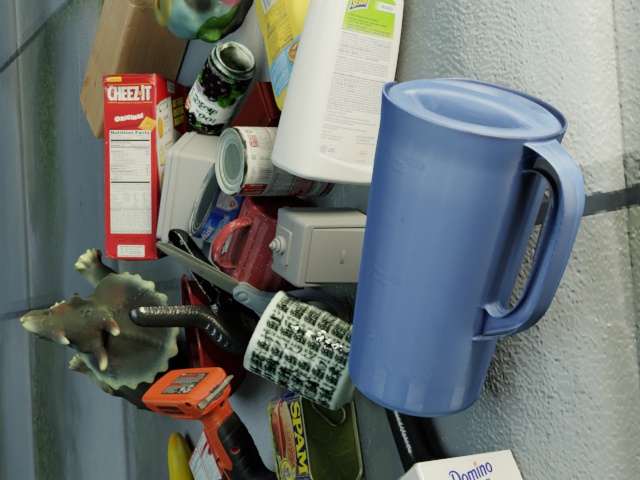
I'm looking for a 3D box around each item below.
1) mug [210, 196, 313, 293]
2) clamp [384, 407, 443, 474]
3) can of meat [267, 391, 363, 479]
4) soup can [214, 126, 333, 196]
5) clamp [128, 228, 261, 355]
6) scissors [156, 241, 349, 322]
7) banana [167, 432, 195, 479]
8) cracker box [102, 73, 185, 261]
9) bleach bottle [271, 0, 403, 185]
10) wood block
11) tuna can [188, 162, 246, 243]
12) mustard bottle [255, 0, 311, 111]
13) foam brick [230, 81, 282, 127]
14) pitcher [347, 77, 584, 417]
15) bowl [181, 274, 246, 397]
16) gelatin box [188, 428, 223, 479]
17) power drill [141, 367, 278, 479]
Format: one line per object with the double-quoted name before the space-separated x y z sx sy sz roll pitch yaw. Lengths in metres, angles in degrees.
"mug" -0.057 0.001 1.061 0.093 0.117 0.082 45 124 41
"clamp" 0.082 0.221 0.903 0.210 0.036 0.165 47 128 46
"can of meat" -0.008 0.191 1.039 0.084 0.057 0.102 -28 68 59
"soup can" -0.044 -0.076 1.044 0.069 0.102 0.068 5 96 59
"clamp" -0.114 0.075 1.111 0.120 0.171 0.039 -57 5 -30
"scissors" -0.055 0.046 1.023 0.096 0.201 0.016 -35 21 32
"banana" -0.171 0.343 1.341 0.070 0.037 0.198 -9 84 59
"cracker box" -0.211 -0.087 1.287 0.164 0.072 0.214 -36 -54 -84
"bleach bottle" 0.032 -0.178 0.935 0.068 0.102 0.251 29 110 47
"wood block" -0.239 -0.238 1.383 0.090 0.090 0.206 62 140 38
"tuna can" -0.107 -0.039 1.117 0.086 0.033 0.086 -56 22 35
"mustard bottle" -0.017 -0.180 1.037 0.096 0.058 0.191 -34 62 54
"foam brick" -0.050 -0.120 1.104 0.078 0.051 0.053 -51 50 48
"pitcher" 0.097 0.010 0.790 0.149 0.145 0.243 -75 -5 -66
"bowl" -0.118 0.114 1.198 0.162 0.055 0.162 173 90 -78
"gelatin box" -0.121 0.274 1.262 0.089 0.030 0.073 61 141 37
"power drill" -0.107 0.222 1.121 0.185 0.057 0.187 -13 115 47
